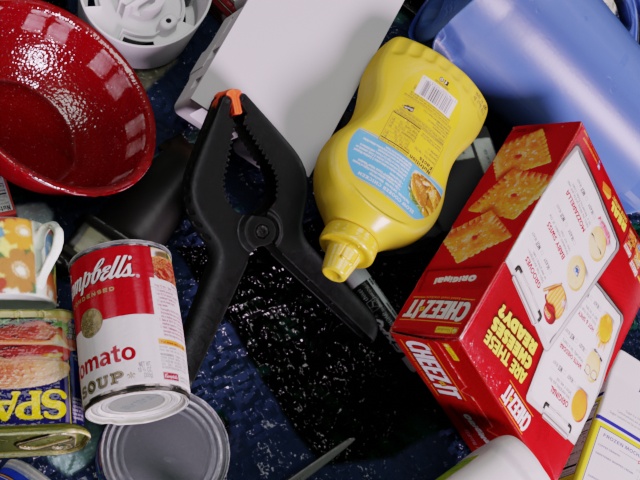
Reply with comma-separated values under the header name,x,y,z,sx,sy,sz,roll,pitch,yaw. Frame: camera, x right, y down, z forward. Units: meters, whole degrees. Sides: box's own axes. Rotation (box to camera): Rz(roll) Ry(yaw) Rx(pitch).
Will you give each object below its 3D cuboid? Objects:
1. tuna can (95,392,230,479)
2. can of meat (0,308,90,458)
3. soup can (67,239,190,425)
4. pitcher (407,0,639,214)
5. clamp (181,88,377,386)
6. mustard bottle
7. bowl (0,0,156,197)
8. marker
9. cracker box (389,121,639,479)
name,x,y,z,sx,sy,sz,roll,pitch,yaw
tuna can,-0.106,0.143,0.709,0.086,0.034,0.086,8,66,-17
can of meat,-0.202,0.092,0.683,0.102,0.058,0.084,1,65,-21
soup can,-0.123,0.059,0.682,0.068,0.069,0.102,-1,63,-21
pitcher,0.205,-0.143,0.871,0.242,0.149,0.145,41,30,-16
clamp,-0.055,0.001,0.754,0.164,0.036,0.210,-21,100,-25
mustard bottle,0.048,-0.051,0.770,0.096,0.058,0.191,36,60,-15
bowl,-0.196,-0.089,0.745,0.161,0.055,0.162,28,44,-32
marker,0.057,0.070,0.809,0.020,0.020,0.121,-32,81,-28
cracker box,0.156,0.043,0.791,0.213,0.072,0.164,-55,126,-29
